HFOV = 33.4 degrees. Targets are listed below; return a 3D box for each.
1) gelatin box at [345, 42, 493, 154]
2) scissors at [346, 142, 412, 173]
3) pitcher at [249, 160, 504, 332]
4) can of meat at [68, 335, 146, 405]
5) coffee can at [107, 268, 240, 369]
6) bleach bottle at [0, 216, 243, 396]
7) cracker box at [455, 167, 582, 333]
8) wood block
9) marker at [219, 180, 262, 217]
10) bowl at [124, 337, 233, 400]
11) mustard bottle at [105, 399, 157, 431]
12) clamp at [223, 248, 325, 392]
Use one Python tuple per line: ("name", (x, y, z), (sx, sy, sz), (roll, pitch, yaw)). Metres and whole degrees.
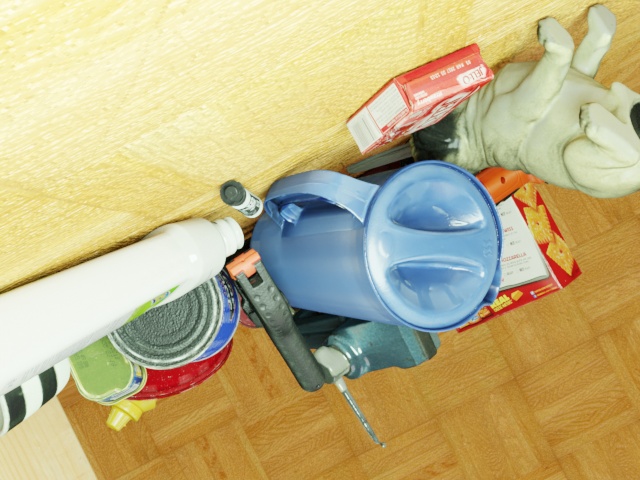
("gelatin box", (0.069, -0.097, 0.748), (0.073, 0.030, 0.089), (-25, 176, -26))
("scissors", (0.119, -0.086, 1.026), (0.201, 0.016, 0.096), (-29, 142, -9))
("pitcher", (0.027, 0.002, 0.919), (0.144, 0.149, 0.243), (-20, -172, -28))
("can of meat", (-0.204, 0.098, 0.974), (0.057, 0.102, 0.084), (-26, 174, -7))
("coffee can", (-0.130, 0.061, 0.954), (0.103, 0.103, 0.140), (-27, 176, 0))
("bleach bottle", (-0.166, 0.043, 0.799), (0.250, 0.068, 0.103), (-27, 177, -35))
("cracker box", (0.195, -0.015, 1.310), (0.164, 0.214, 0.071), (-30, 177, 40))
("wood block", (-0.277, 0.196, 0.970), (0.090, 0.206, 0.090), (-24, 175, -38))
("marker", (-0.061, -0.032, 0.827), (0.020, 0.020, 0.121), (-27, 176, 2))
("bowl", (-0.175, 0.095, 1.118), (0.162, 0.055, 0.162), (-6, -148, 3))
("mustard bottle", (-0.190, 0.137, 1.246), (0.191, 0.058, 0.096), (-57, -179, -22))
("clamp", (-0.052, 0.053, 0.933), (0.039, 0.120, 0.171), (-38, 141, -15))
